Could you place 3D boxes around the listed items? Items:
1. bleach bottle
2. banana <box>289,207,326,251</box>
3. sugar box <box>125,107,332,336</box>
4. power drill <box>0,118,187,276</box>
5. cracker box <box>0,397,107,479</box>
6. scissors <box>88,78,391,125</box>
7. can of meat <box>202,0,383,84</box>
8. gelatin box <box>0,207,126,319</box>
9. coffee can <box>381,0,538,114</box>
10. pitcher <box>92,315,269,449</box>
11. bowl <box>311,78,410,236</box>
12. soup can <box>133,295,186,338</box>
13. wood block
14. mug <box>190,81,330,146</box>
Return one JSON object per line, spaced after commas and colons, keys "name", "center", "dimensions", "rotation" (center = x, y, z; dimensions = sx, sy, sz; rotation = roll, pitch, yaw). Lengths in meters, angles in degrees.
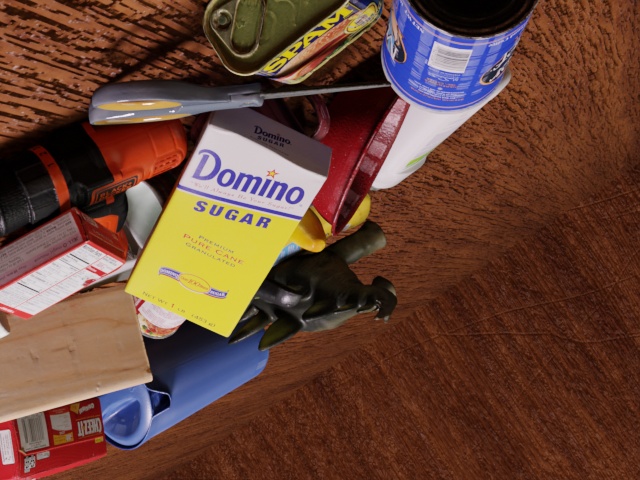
{"name": "bleach bottle", "center": [0.096, -0.114, 1.113], "dimensions": [0.102, 0.068, 0.251], "rotation": [-29, 170, -30]}
{"name": "banana", "center": [-0.058, -0.017, 1.029], "dimensions": [0.037, 0.069, 0.198], "rotation": [12, 168, -40]}
{"name": "sugar box", "center": [-0.071, -0.013, 0.796], "dimensions": [0.176, 0.093, 0.048], "rotation": [-58, -167, 37]}
{"name": "power drill", "center": [-0.195, -0.014, 0.786], "dimensions": [0.184, 0.057, 0.188], "rotation": [-24, 166, -28]}
{"name": "cracker box", "center": [-0.356, 0.215, 1.103], "dimensions": [0.214, 0.072, 0.164], "rotation": [-11, 174, 18]}
{"name": "scissors", "center": [-0.058, -0.096, 0.688], "dimensions": [0.202, 0.016, 0.096], "rotation": [-7, 178, 9]}
{"name": "can of meat", "center": [-0.014, -0.149, 0.702], "dimensions": [0.102, 0.057, 0.083], "rotation": [-35, 171, 17]}
{"name": "gelatin box", "center": [-0.187, 0.016, 0.736], "dimensions": [0.089, 0.030, 0.073], "rotation": [-29, 163, 3]}
{"name": "coffee can", "center": [0.103, -0.168, 0.806], "dimensions": [0.102, 0.103, 0.140], "rotation": [-30, 168, -9]}
{"name": "pitcher", "center": [-0.189, 0.163, 1.381], "dimensions": [0.242, 0.149, 0.145], "rotation": [-21, 150, -48]}
{"name": "bowl", "center": [0.027, -0.087, 0.973], "dimensions": [0.162, 0.055, 0.162], "rotation": [-61, 172, -14]}
{"name": "soup can", "center": [-0.157, 0.051, 1.126], "dimensions": [0.068, 0.068, 0.102], "rotation": [-21, 163, -43]}
{"name": "wood block", "center": [-0.261, 0.106, 0.901], "dimensions": [0.205, 0.090, 0.091], "rotation": [-12, 175, -33]}
{"name": "mug", "center": [-0.043, -0.079, 0.850], "dimensions": [0.117, 0.081, 0.093], "rotation": [-38, 167, 28]}
